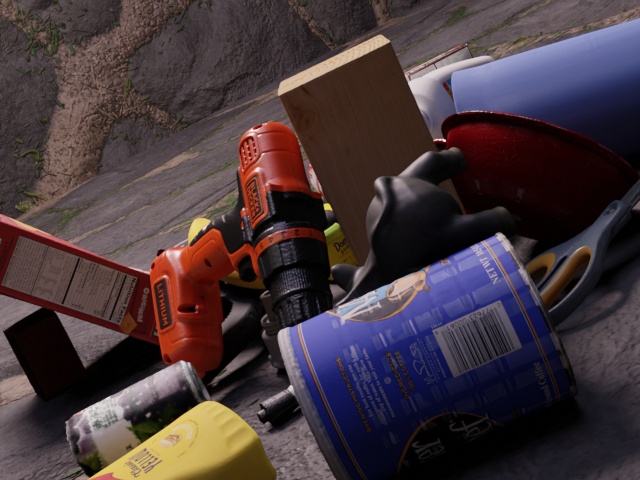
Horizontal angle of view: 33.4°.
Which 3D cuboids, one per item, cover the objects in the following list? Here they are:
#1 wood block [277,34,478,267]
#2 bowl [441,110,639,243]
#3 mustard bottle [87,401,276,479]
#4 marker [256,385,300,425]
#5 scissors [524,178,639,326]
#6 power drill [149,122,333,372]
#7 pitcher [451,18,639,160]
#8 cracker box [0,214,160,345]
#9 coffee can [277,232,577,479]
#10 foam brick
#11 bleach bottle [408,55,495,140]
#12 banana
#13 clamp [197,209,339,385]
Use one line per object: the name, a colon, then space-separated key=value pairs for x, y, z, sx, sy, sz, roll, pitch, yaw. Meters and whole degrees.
wood block: x=0.051 y=-0.042 z=0.822 sx=0.091 sy=0.206 sz=0.090 roll=-25 pitch=14 yaw=5
bowl: x=0.161 y=-0.041 z=0.826 sx=0.162 sy=0.162 sz=0.055 roll=1 pitch=67 yaw=61
mustard bottle: x=-0.126 y=0.173 z=0.652 sx=0.191 sy=0.058 sz=0.096 roll=-32 pitch=20 yaw=-22
marker: x=0.006 y=0.098 z=0.777 sx=0.121 sy=0.020 sz=0.020 roll=-31 pitch=15 yaw=-19
scissors: x=0.193 y=-0.009 z=0.761 sx=0.201 sy=0.016 sz=0.096 roll=-50 pitch=17 yaw=-29
power drill: x=-0.060 y=0.030 z=0.815 sx=0.057 sy=0.184 sz=0.188 roll=12 pitch=-37 yaw=-35
pitcher: x=0.249 y=-0.134 z=0.972 sx=0.243 sy=0.149 sz=0.144 roll=-17 pitch=-9 yaw=17
cracker box: x=-0.250 y=0.037 z=1.065 sx=0.164 sy=0.213 sz=0.072 roll=7 pitch=77 yaw=65
coffee can: x=0.060 y=0.070 z=0.610 sx=0.140 sy=0.103 sz=0.103 roll=-25 pitch=14 yaw=3
foam brick: x=-0.282 y=0.115 z=1.094 sx=0.051 sy=0.078 sz=0.053 roll=-29 pitch=14 yaw=-21
bleach bottle: x=0.142 y=-0.135 z=1.148 sx=0.068 sy=0.102 sz=0.250 roll=-21 pitch=6 yaw=29
banana: x=-0.065 y=0.012 z=0.943 sx=0.198 sy=0.037 sz=0.069 roll=5 pitch=37 yaw=45
clamp: x=-0.083 y=0.056 z=0.970 sx=0.165 sy=0.036 sz=0.209 roll=-15 pitch=30 yaw=40
